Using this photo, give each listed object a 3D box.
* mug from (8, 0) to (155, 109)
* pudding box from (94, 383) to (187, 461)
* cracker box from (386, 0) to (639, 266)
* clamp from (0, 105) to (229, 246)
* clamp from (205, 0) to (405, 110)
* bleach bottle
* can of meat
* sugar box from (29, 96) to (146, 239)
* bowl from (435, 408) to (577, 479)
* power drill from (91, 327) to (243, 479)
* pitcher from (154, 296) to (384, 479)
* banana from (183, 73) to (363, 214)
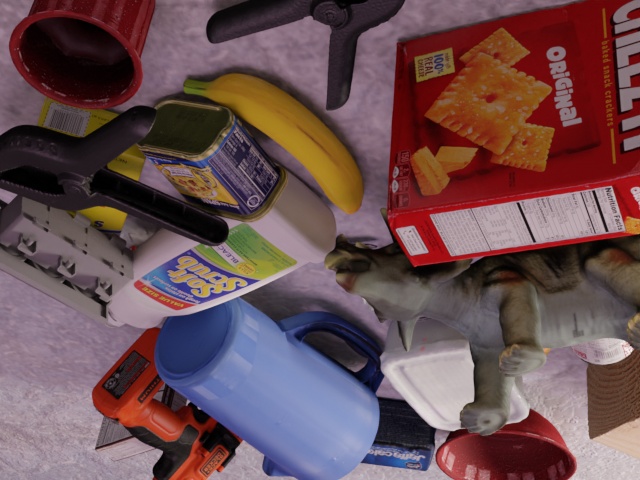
[{"bbox_3d":[-0.167,-0.147,0.768,0.093,0.081,0.117,13,144,-7],"label":"mug"},{"bbox_3d":[-0.206,0.201,1.245,0.114,0.090,0.039,-24,133,36],"label":"pudding box"},{"bbox_3d":[0.155,-0.081,0.727,0.214,0.164,0.072,-9,143,23],"label":"cracker box"},{"bbox_3d":[-0.186,-0.059,0.837,0.210,0.036,0.164,10,150,16],"label":"clamp"},{"bbox_3d":[-0.003,-0.168,0.745,0.120,0.039,0.172,17,137,-19],"label":"clamp"},{"bbox_3d":[-0.110,0.024,0.980,0.251,0.068,0.102,-31,123,33],"label":"bleach bottle"},{"bbox_3d":[-0.090,-0.066,0.863,0.102,0.057,0.084,14,154,41],"label":"can of meat"},{"bbox_3d":[-0.211,-0.048,0.944,0.093,0.048,0.176,16,142,-10],"label":"sugar box"},{"bbox_3d":[0.215,0.235,1.239,0.162,0.055,0.162,5,144,4],"label":"bowl"},{"bbox_3d":[-0.143,0.177,1.149,0.057,0.184,0.187,22,155,45],"label":"power drill"},{"bbox_3d":[-0.047,0.140,1.096,0.145,0.149,0.242,-6,146,37],"label":"pitcher"},{"bbox_3d":[-0.019,-0.082,0.872,0.197,0.037,0.070,38,164,-30],"label":"banana"}]
